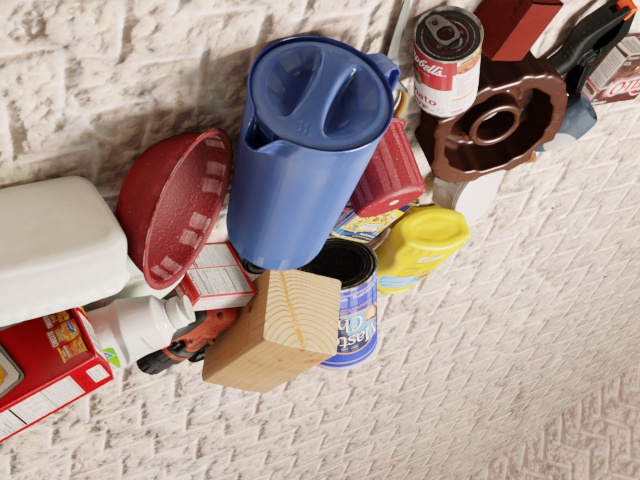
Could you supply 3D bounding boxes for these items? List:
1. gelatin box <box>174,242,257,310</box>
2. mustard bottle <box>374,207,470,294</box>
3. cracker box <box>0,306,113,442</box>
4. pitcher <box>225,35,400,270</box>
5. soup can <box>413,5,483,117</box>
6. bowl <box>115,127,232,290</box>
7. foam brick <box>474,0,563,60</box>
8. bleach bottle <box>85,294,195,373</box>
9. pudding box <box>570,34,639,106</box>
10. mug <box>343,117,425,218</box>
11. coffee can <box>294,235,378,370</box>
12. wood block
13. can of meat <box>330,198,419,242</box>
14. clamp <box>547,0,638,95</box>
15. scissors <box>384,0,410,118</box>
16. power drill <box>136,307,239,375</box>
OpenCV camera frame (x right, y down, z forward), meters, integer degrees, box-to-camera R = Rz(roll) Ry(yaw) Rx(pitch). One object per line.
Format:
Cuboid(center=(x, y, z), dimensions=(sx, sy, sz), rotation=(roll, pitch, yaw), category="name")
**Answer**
Cuboid(center=(-0.124, 0.040, 1.182), dimensions=(0.089, 0.073, 0.030), rotation=(-4, 143, -45), category="gelatin box")
Cuboid(center=(0.109, 0.023, 1.357), dimensions=(0.096, 0.058, 0.192), rotation=(-9, 160, -24), category="mustard bottle")
Cuboid(center=(-0.317, 0.103, 0.971), dimensions=(0.213, 0.164, 0.072), rotation=(-29, 153, -7), category="cracker box")
Cuboid(center=(-0.015, -0.078, 1.041), dimensions=(0.149, 0.145, 0.243), rotation=(8, 148, -10), category="pitcher")
Cuboid(center=(0.127, -0.179, 1.078), dimensions=(0.068, 0.068, 0.102), rotation=(-28, 155, -9), category="soup can")
Cuboid(center=(-0.143, -0.037, 0.993), dimensions=(0.162, 0.055, 0.162), rotation=(-60, 164, -29), category="bowl")
Cuboid(center=(0.196, -0.227, 1.085), dimensions=(0.051, 0.053, 0.078), rotation=(-8, 147, -41), category="foam brick")
Cuboid(center=(-0.242, 0.113, 1.060), dimensions=(0.251, 0.068, 0.102), rotation=(-21, 155, 6), category="bleach bottle")
Cuboid(center=(0.380, -0.214, 1.335), dimensions=(0.113, 0.039, 0.090), rotation=(-11, 148, -38), category="pudding box")
Cuboid(center=(0.052, -0.071, 1.149), dimensions=(0.117, 0.081, 0.093), rotation=(-23, 170, 15), category="mug")
Cuboid(center=(0.021, 0.079, 1.338), dimensions=(0.102, 0.103, 0.140), rotation=(-22, 134, -21), category="coffee can")
Cuboid(center=(-0.062, 0.110, 1.262), dimensions=(0.090, 0.091, 0.206), rotation=(14, 155, -21), category="wood block")
Cuboid(center=(0.054, -0.044, 1.253), dimensions=(0.084, 0.057, 0.101), rotation=(-40, 153, 23), category="can of meat")
Cuboid(center=(0.295, -0.217, 1.235), dimensions=(0.120, 0.039, 0.172), rotation=(-21, 156, -33), category="clamp")
Cuboid(center=(0.053, -0.166, 1.078), dimensions=(0.096, 0.016, 0.202), rotation=(-28, 155, -8), category="scissors")
Cuboid(center=(-0.210, 0.112, 1.227), dimensions=(0.187, 0.057, 0.185), rotation=(-2, 152, -47), category="power drill")
